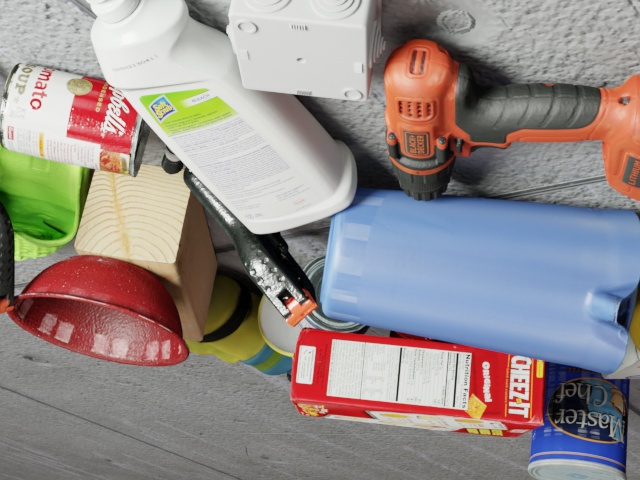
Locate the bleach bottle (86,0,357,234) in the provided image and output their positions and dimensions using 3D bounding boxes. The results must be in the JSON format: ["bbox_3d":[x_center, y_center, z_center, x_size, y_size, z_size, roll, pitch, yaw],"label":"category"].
[{"bbox_3d":[-0.071,-0.098,0.749,0.103,0.068,0.250,-18,143,20],"label":"bleach bottle"}]

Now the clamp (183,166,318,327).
[{"bbox_3d":[-0.056,0.001,0.891,0.120,0.172,0.039,33,104,-37],"label":"clamp"}]

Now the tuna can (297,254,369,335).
[{"bbox_3d":[0.015,0.056,1.036,0.086,0.086,0.034,12,155,-5],"label":"tuna can"}]

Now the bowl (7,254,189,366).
[{"bbox_3d":[-0.186,0.056,0.925,0.162,0.055,0.162,10,156,4],"label":"bowl"}]

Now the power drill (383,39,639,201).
[{"bbox_3d":[0.137,-0.069,0.739,0.188,0.057,0.184,5,160,10],"label":"power drill"}]

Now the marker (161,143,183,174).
[{"bbox_3d":[-0.113,-0.084,0.853,0.020,0.020,0.121,13,156,-8],"label":"marker"}]

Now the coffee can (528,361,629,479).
[{"bbox_3d":[0.283,0.190,1.162,0.103,0.140,0.103,8,157,3],"label":"coffee can"}]

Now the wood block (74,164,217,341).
[{"bbox_3d":[-0.158,0.016,1.007,0.090,0.091,0.206,8,157,5],"label":"wood block"}]

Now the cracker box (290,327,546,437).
[{"bbox_3d":[0.084,0.130,0.966,0.213,0.072,0.164,5,167,3],"label":"cracker box"}]

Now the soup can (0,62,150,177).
[{"bbox_3d":[-0.183,-0.091,0.804,0.102,0.068,0.068,12,156,-3],"label":"soup can"}]

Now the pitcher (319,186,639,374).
[{"bbox_3d":[0.126,0.024,0.868,0.243,0.145,0.149,8,146,2],"label":"pitcher"}]
